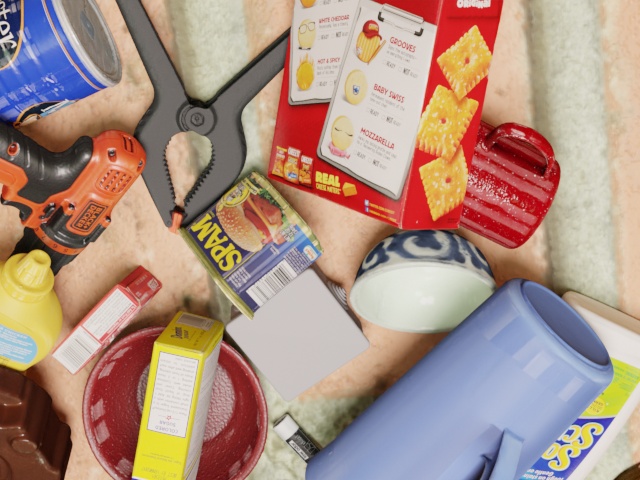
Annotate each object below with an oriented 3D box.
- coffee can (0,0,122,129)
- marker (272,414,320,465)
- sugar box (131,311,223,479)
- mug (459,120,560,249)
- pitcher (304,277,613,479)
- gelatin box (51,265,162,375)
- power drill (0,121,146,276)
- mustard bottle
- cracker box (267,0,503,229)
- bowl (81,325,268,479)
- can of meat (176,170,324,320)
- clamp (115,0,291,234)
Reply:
[{"bbox_3d":[-0.245,-0.144,0.855,0.140,0.102,0.103,-23,99,9],"label":"coffee can"},{"bbox_3d":[0.004,0.204,0.948,0.020,0.020,0.121,-41,96,11],"label":"marker"},{"bbox_3d":[-0.118,0.154,0.853,0.048,0.093,0.176,14,102,3],"label":"sugar box"},{"bbox_3d":[0.141,-0.051,0.843,0.081,0.093,0.117,26,143,-6],"label":"mug"},{"bbox_3d":[0.110,0.152,0.831,0.243,0.144,0.149,-49,63,21],"label":"pitcher"},{"bbox_3d":[-0.180,0.067,0.908,0.030,0.073,0.089,44,101,-3],"label":"gelatin box"},{"bbox_3d":[-0.258,-0.039,0.848,0.187,0.057,0.185,20,125,-38],"label":"power drill"},{"bbox_3d":[-0.269,0.070,0.885,0.096,0.058,0.192,32,128,-13],"label":"mustard bottle"},{"bbox_3d":[0.048,-0.130,0.808,0.071,0.164,0.214,0,106,-40],"label":"cracker box"},{"bbox_3d":[-0.122,0.145,0.928,0.162,0.055,0.162,1,102,4],"label":"bowl"},{"bbox_3d":[-0.056,0.001,0.867,0.084,0.102,0.057,-40,136,-2],"label":"can of meat"},{"bbox_3d":[-0.092,-0.107,0.881,0.164,0.036,0.210,4,107,-7],"label":"clamp"}]
